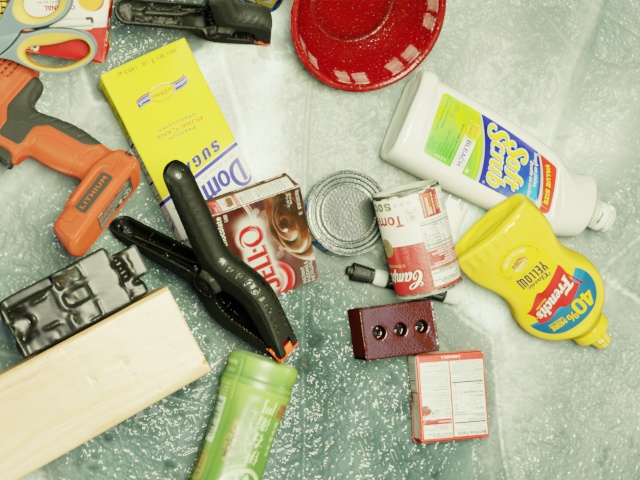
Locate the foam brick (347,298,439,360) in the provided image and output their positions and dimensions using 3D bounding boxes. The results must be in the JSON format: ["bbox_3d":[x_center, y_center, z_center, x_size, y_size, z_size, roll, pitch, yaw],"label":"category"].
[{"bbox_3d":[0.072,0.088,1.059,0.078,0.051,0.053,-7,87,-13],"label":"foam brick"}]

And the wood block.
[{"bbox_3d":[-0.215,0.130,0.972,0.206,0.091,0.090,-28,93,-14],"label":"wood block"}]

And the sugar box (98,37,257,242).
[{"bbox_3d":[-0.134,-0.096,1.033,0.093,0.048,0.176,-28,91,-14],"label":"sugar box"}]

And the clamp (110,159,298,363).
[{"bbox_3d":[-0.104,0.030,0.982,0.210,0.165,0.036,51,57,-12],"label":"clamp"}]

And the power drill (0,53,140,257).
[{"bbox_3d":[-0.275,-0.067,0.973,0.187,0.057,0.184,35,75,5],"label":"power drill"}]

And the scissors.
[{"bbox_3d":[-0.302,-0.188,0.950,0.201,0.016,0.096,0,116,-6],"label":"scissors"}]

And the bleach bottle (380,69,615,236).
[{"bbox_3d":[0.193,-0.078,1.096,0.250,0.068,0.102,23,83,-12],"label":"bleach bottle"}]

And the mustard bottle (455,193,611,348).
[{"bbox_3d":[0.230,0.046,1.082,0.096,0.058,0.191,-43,111,13],"label":"mustard bottle"}]

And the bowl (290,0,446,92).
[{"bbox_3d":[0.040,-0.232,1.057,0.162,0.055,0.162,-9,121,-15],"label":"bowl"}]

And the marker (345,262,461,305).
[{"bbox_3d":[0.084,0.044,1.082,0.121,0.020,0.020,14,82,-11],"label":"marker"}]

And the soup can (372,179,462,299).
[{"bbox_3d":[0.094,-0.002,1.034,0.068,0.069,0.102,-16,98,-13],"label":"soup can"}]

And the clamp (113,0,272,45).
[{"bbox_3d":[-0.109,-0.211,1.011,0.120,0.171,0.039,3,87,24],"label":"clamp"}]

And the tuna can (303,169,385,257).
[{"bbox_3d":[0.025,-0.026,1.068,0.086,0.034,0.086,1,85,-12],"label":"tuna can"}]

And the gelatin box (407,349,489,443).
[{"bbox_3d":[0.129,0.157,1.078,0.073,0.030,0.089,-2,86,-14],"label":"gelatin box"}]

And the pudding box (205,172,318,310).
[{"bbox_3d":[-0.057,0.001,1.020,0.090,0.039,0.113,-20,122,-14],"label":"pudding box"}]
